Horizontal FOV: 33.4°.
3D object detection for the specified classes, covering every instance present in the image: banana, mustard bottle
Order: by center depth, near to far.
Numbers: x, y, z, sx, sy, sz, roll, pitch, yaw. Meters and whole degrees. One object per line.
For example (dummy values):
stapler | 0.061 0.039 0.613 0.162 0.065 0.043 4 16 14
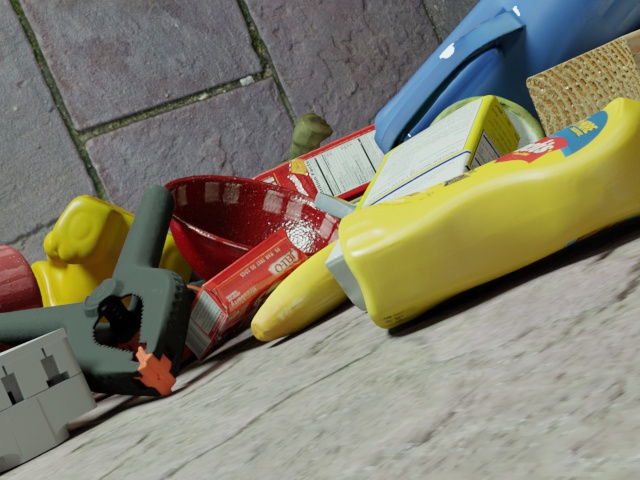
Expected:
mustard bottle | 0.105 -0.021 0.507 0.191 0.058 0.096 -23 3 6
banana | 0.009 0.028 0.734 0.070 0.037 0.197 -49 -7 14

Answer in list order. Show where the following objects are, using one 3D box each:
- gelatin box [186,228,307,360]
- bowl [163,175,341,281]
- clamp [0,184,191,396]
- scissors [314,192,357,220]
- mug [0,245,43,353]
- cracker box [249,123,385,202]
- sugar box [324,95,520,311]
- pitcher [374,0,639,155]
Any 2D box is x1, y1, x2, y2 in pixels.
gelatin box | -0.054 0.039 0.728 0.073 0.030 0.089 -36 -10 -31
bowl | -0.056 0.001 0.864 0.162 0.055 0.162 12 21 -5
clamp | -0.147 0.052 0.717 0.164 0.036 0.210 -39 32 0
scissors | 0.045 -0.009 0.791 0.096 0.016 0.202 21 5 -15
mug | -0.271 0.060 0.832 0.081 0.093 0.117 -18 -37 -39
cracker box | 0.038 -0.045 1.116 0.213 0.072 0.164 -25 -21 -5
sugar box | 0.070 -0.028 0.669 0.093 0.048 0.176 -30 16 27
pitcher | 0.157 -0.144 0.882 0.243 0.145 0.149 -51 16 32
